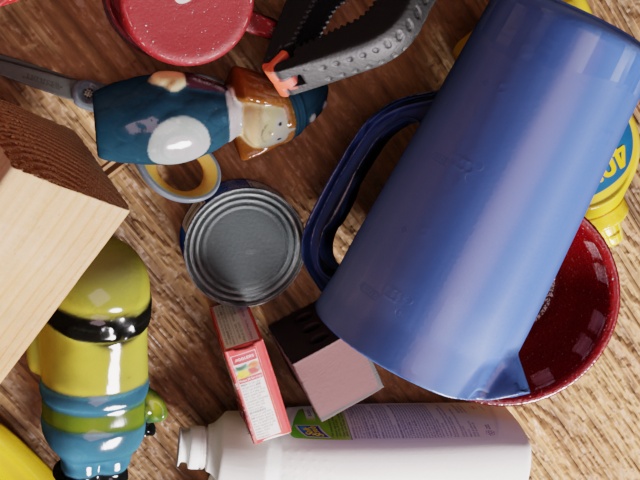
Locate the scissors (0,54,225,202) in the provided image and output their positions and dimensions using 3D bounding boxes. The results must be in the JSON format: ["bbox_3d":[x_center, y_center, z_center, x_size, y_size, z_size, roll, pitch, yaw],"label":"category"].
[{"bbox_3d":[-0.145,-0.075,0.696,0.201,0.016,0.096,2,85,-15],"label":"scissors"}]

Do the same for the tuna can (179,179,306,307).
[{"bbox_3d":[-0.055,0.001,0.745,0.086,0.034,0.086,-4,108,-13],"label":"tuna can"}]

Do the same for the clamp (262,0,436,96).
[{"bbox_3d":[0.054,-0.162,0.647,0.210,0.165,0.036,-49,144,-7],"label":"clamp"}]

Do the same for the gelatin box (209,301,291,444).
[{"bbox_3d":[-0.051,0.088,0.744,0.030,0.089,0.073,-18,110,-7],"label":"gelatin box"}]

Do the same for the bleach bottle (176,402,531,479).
[{"bbox_3d":[0.021,0.154,0.788,0.250,0.102,0.068,4,101,-9],"label":"bleach bottle"}]

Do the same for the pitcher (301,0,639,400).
[{"bbox_3d":[0.097,-0.034,0.678,0.149,0.145,0.243,24,100,-14],"label":"pitcher"}]

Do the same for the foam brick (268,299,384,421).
[{"bbox_3d":[0.003,0.082,0.762,0.053,0.078,0.051,-28,111,-7],"label":"foam brick"}]

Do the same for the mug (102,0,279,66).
[{"bbox_3d":[-0.077,-0.149,0.667,0.117,0.081,0.093,21,100,-19],"label":"mug"}]

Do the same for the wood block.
[{"bbox_3d":[-0.222,0.023,0.649,0.206,0.091,0.090,-51,142,13],"label":"wood block"}]

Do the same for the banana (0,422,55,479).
[{"bbox_3d":[-0.184,0.196,0.744,0.037,0.070,0.198,-37,80,-11],"label":"banana"}]
